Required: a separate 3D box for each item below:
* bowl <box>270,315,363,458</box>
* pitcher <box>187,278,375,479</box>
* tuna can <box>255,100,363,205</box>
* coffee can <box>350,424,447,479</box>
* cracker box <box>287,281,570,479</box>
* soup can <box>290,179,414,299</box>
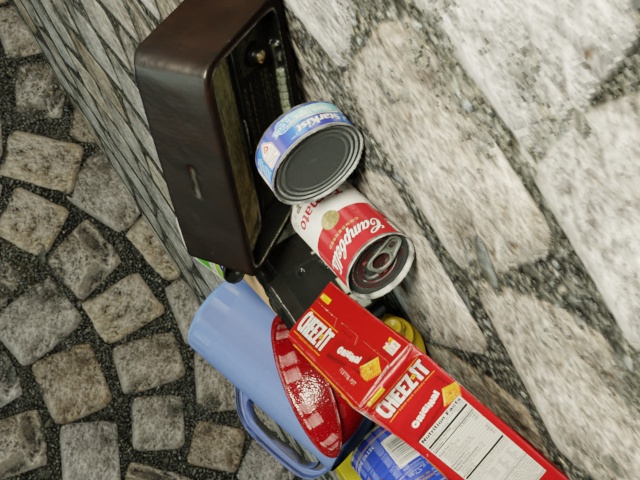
[{"bbox_3d":[0.006,0.146,1.133,0.162,0.055,0.162,53,153,40],"label":"bowl"},{"bbox_3d":[-0.042,0.159,1.272,0.243,0.149,0.145,36,157,14],"label":"pitcher"},{"bbox_3d":[-0.010,-0.071,0.868,0.034,0.086,0.086,53,167,31],"label":"tuna can"},{"bbox_3d":[0.115,0.279,1.215,0.140,0.102,0.103,50,166,34],"label":"coffee can"},{"bbox_3d":[0.088,0.143,0.909,0.213,0.072,0.164,41,177,-26],"label":"cracker box"},{"bbox_3d":[0.026,-0.005,0.935,0.102,0.068,0.068,47,164,42],"label":"soup can"}]
